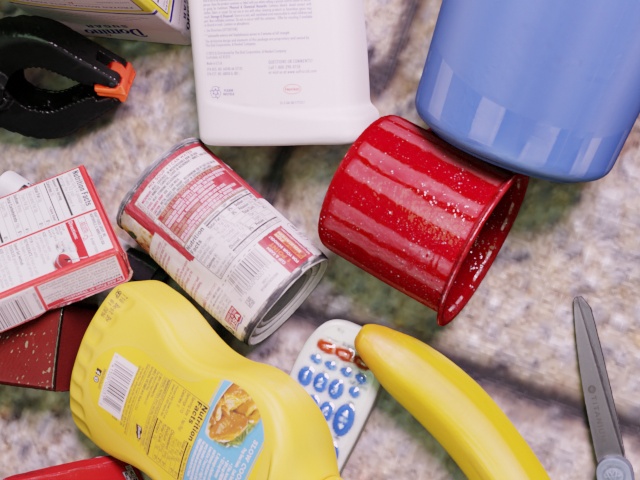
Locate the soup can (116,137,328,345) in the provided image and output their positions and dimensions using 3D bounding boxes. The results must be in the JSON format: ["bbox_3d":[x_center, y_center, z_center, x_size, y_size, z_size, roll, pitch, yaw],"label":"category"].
[{"bbox_3d":[-0.054,0.001,0.594,0.102,0.068,0.068,42,94,11],"label":"soup can"}]

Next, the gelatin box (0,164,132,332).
[{"bbox_3d":[-0.159,0.005,0.595,0.089,0.030,0.073,-23,51,-11],"label":"gelatin box"}]

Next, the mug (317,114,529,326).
[{"bbox_3d":[0.059,-0.023,0.570,0.081,0.093,0.117,30,60,17],"label":"mug"}]

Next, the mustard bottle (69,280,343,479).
[{"bbox_3d":[-0.049,0.104,0.558,0.192,0.058,0.096,32,109,31],"label":"mustard bottle"}]

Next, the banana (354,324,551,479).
[{"bbox_3d":[0.087,0.124,0.558,0.037,0.069,0.198,-41,70,37],"label":"banana"}]

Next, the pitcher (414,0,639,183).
[{"bbox_3d":[0.132,-0.160,0.522,0.145,0.148,0.243,33,115,34],"label":"pitcher"}]

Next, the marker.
[{"bbox_3d":[-0.142,-0.005,0.637,0.121,0.020,0.020,30,91,12],"label":"marker"}]

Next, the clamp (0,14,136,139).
[{"bbox_3d":[-0.198,-0.103,0.620,0.171,0.120,0.039,-6,47,7],"label":"clamp"}]

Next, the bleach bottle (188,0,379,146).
[{"bbox_3d":[-0.023,-0.179,0.571,0.103,0.068,0.251,1,101,14],"label":"bleach bottle"}]

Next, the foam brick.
[{"bbox_3d":[-0.177,0.058,0.621,0.078,0.053,0.051,5,86,12],"label":"foam brick"}]

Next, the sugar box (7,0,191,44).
[{"bbox_3d":[-0.135,-0.150,0.568,0.093,0.176,0.048,7,89,11],"label":"sugar box"}]
